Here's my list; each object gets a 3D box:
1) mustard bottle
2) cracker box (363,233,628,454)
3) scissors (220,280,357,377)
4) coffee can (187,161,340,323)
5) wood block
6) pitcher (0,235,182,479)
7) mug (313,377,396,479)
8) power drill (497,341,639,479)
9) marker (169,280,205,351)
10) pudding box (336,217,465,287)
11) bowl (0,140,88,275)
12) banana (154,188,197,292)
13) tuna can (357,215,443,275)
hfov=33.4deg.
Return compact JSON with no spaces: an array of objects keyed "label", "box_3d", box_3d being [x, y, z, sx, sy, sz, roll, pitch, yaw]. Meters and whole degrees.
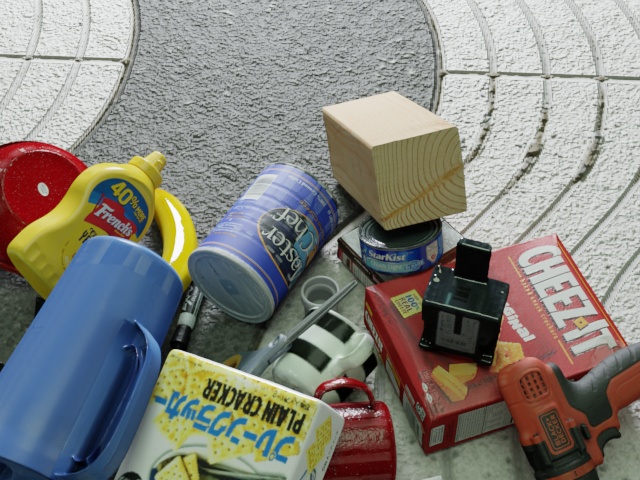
[{"label":"mustard bottle","box_3d":[-0.228,-0.023,1.107,0.058,0.096,0.191,13,55,46]},{"label":"cracker box","box_3d":[0.169,0.095,1.046,0.213,0.072,0.164,-16,52,-11]},{"label":"scissors","box_3d":[-0.048,0.100,1.020,0.202,0.016,0.096,-45,19,-1]},{"label":"coffee can","box_3d":[-0.057,0.001,1.112,0.103,0.103,0.140,24,55,20]},{"label":"wood block","box_3d":[0.074,-0.090,1.130,0.090,0.090,0.206,-13,20,-10]},{"label":"pitcher","box_3d":[-0.210,0.118,0.961,0.149,0.145,0.242,20,60,4]},{"label":"mug","box_3d":[0.022,0.177,0.962,0.081,0.117,0.093,-3,18,-7]},{"label":"power drill","box_3d":[0.271,0.166,0.952,0.187,0.057,0.184,-22,84,-12]},{"label":"marker","box_3d":[-0.134,0.066,1.117,0.020,0.020,0.121,8,52,8]},{"label":"pudding box","box_3d":[0.087,0.009,1.142,0.113,0.039,0.090,-29,54,-22]},{"label":"bowl","box_3d":[-0.300,-0.044,1.142,0.161,0.055,0.162,10,65,-24]},{"label":"banana","box_3d":[-0.164,0.010,1.138,0.069,0.037,0.197,14,40,-7]},{"label":"tuna can","box_3d":[0.082,0.001,1.082,0.086,0.034,0.086,-7,29,3]}]
